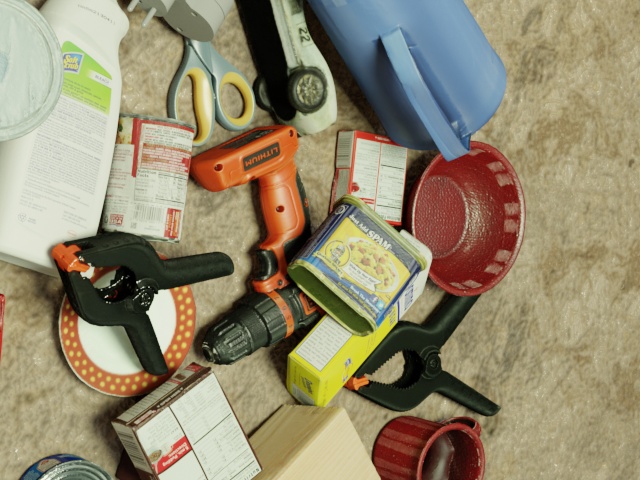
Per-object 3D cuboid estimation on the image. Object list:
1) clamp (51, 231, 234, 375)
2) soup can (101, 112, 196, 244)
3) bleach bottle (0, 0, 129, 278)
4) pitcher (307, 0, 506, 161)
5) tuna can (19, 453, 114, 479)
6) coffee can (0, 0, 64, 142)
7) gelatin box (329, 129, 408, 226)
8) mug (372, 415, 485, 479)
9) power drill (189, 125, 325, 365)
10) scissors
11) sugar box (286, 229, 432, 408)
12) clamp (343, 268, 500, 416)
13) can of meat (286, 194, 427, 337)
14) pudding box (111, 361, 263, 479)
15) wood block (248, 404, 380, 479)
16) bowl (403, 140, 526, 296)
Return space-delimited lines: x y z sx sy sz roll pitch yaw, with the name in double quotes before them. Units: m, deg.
"clamp" -0.141 0.033 0.863 0.120 0.039 0.171 -56 144 -10
"soup can" -0.145 -0.051 0.901 0.068 0.069 0.102 8 89 -36
"bleach bottle" -0.202 -0.101 0.861 0.102 0.068 0.251 24 75 -44
"pitcher" 0.071 -0.190 0.961 0.145 0.149 0.242 -57 140 -12
"tuna can" -0.213 0.222 0.890 0.085 0.034 0.086 -3 94 -36
"coffee can" -0.260 -0.120 0.767 0.102 0.141 0.103 -3 94 -36
"gelatin box" 0.049 -0.061 1.067 0.073 0.030 0.089 6 89 -38
"mug" 0.116 0.220 1.101 0.117 0.082 0.093 -39 114 -28
"power drill" -0.056 0.001 0.978 0.184 0.057 0.187 -32 114 -35
"scissors" -0.097 -0.183 0.961 0.096 0.016 0.202 3 91 -38
"sugar box" 0.038 0.079 1.030 0.176 0.048 0.093 -44 161 -23
"clamp" 0.113 0.134 1.121 0.209 0.036 0.164 -19 103 -33
"can of meat" 0.032 0.024 0.962 0.102 0.058 0.083 41 66 -6
"pudding box" -0.109 0.173 0.895 0.089 0.039 0.113 -36 115 -31
"wood block" -0.050 0.245 0.952 0.205 0.090 0.091 -41 113 -39
"bowl" 0.141 -0.024 1.120 0.161 0.055 0.162 -3 95 -36
